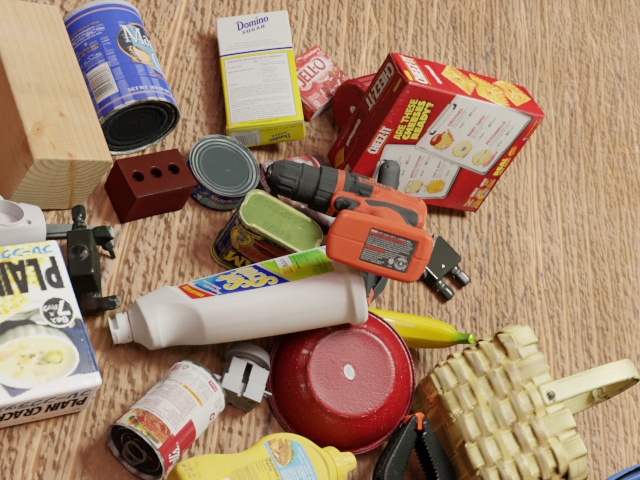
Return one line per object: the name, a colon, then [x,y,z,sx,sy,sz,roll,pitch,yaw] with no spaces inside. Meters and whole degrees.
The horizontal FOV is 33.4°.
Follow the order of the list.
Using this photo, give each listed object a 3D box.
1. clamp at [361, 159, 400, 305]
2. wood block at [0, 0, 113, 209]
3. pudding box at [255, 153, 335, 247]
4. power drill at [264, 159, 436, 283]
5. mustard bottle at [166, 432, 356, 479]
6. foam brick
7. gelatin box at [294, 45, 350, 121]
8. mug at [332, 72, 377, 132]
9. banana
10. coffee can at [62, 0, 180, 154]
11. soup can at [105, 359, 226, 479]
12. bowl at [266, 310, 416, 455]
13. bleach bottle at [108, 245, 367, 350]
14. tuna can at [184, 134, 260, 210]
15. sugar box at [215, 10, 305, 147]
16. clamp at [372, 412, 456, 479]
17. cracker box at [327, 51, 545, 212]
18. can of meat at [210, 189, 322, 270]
clamp: [0.068,-0.006,1.234,0.039,0.120,0.171,2,45,26]
wood block: [-0.302,-0.143,1.119,0.090,0.091,0.206,-2,59,-42]
pudding box: [-0.018,-0.044,1.250,0.089,0.039,0.113,-13,67,-36]
power drill: [0.035,-0.027,1.105,0.184,0.057,0.187,15,18,-10]
mustard bottle: [-0.046,0.238,1.030,0.191,0.058,0.096,-11,64,-34]
foam brick: [-0.186,-0.060,1.160,0.078,0.051,0.053,-16,68,-36]
gelatin box: [-0.010,-0.202,1.368,0.073,0.030,0.089,45,49,6]
mug: [0.071,-0.158,1.349,0.081,0.093,0.117,-20,110,-38]
banana: [0.069,0.092,1.186,0.197,0.070,0.037,9,69,-7]
coffee can: [-0.227,-0.181,1.186,0.102,0.103,0.140,-10,64,-33]
soup can: [-0.145,0.169,1.016,0.068,0.069,0.102,42,48,3]
bowl: [0.027,0.139,1.100,0.162,0.055,0.162,2,75,-10]
bleach bottle: [-0.086,0.067,1.074,0.250,0.068,0.103,-12,23,-10]
tuna can: [-0.115,-0.077,1.222,0.086,0.034,0.086,14,53,-20]
sugar box: [-0.074,-0.198,1.301,0.093,0.048,0.176,-7,57,-1]
clamp: [0.104,0.282,1.075,0.164,0.036,0.210,16,68,-23]
cracker box: [0.139,-0.127,1.292,0.213,0.164,0.072,8,40,-32]
can of meat: [-0.058,0.002,1.167,0.102,0.084,0.057,29,49,-9]
